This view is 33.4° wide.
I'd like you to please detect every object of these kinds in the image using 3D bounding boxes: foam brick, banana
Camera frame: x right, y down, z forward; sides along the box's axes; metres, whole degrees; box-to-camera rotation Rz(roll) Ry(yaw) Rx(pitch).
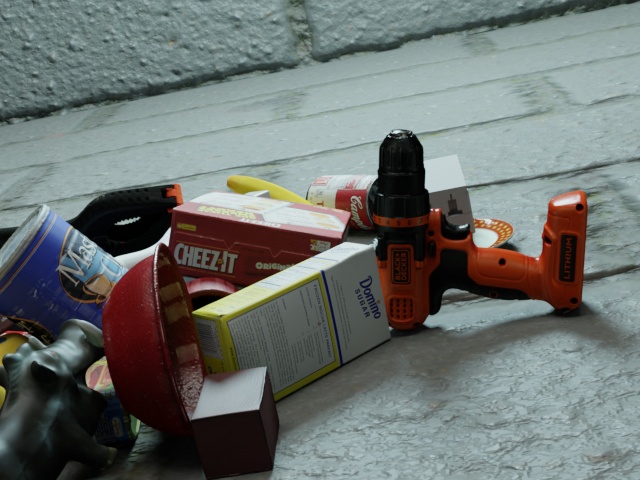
[{"bbox_3d":[-0.063,0.137,0.809,0.053,0.051,0.078,-9,17,6],"label":"foam brick"},{"bbox_3d":[-0.037,-0.034,1.303,0.069,0.037,0.198,6,23,-44],"label":"banana"}]

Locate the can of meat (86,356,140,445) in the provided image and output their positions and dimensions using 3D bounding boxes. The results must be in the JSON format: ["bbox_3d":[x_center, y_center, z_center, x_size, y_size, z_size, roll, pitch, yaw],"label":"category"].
[{"bbox_3d":[-0.197,0.137,0.897,0.084,0.057,0.102,-10,17,-2],"label":"can of meat"}]

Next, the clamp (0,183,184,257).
[{"bbox_3d":[-0.237,-0.007,1.093,0.210,0.036,0.164,-29,-32,22],"label":"clamp"}]

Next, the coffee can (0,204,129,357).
[{"bbox_3d":[-0.228,0.049,0.975,0.103,0.140,0.103,-44,19,19],"label":"coffee can"}]

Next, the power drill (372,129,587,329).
[{"bbox_3d":[0.140,-0.008,0.953,0.188,0.184,0.057,1,18,11],"label":"power drill"}]

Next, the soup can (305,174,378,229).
[{"bbox_3d":[0.040,-0.047,1.323,0.102,0.068,0.068,2,22,41],"label":"soup can"}]

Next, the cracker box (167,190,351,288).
[{"bbox_3d":[-0.057,0.001,1.103,0.164,0.072,0.213,9,9,3],"label":"cracker box"}]

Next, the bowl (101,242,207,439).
[{"bbox_3d":[-0.131,0.085,0.836,0.055,0.162,0.162,-12,16,1],"label":"bowl"}]

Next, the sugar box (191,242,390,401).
[{"bbox_3d":[-0.021,0.073,0.919,0.175,0.093,0.048,-24,21,-39],"label":"sugar box"}]

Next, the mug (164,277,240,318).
[{"bbox_3d":[-0.089,0.079,0.963,0.117,0.093,0.081,-3,11,-6],"label":"mug"}]
